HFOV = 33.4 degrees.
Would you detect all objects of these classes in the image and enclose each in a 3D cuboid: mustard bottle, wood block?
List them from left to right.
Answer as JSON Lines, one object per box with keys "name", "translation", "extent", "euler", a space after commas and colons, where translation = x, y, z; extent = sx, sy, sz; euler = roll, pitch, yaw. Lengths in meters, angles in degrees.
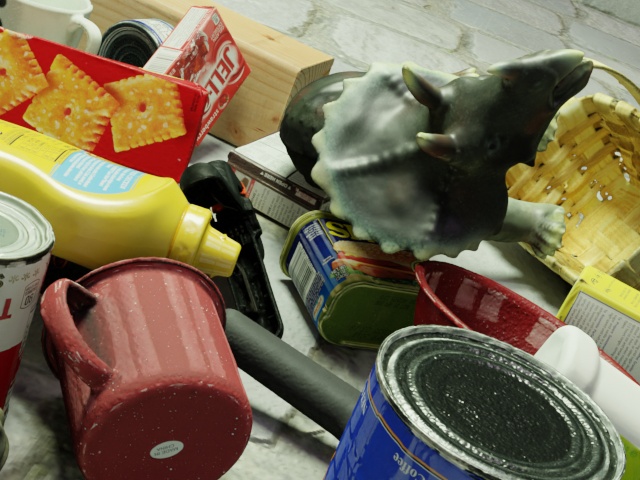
{"name": "mustard bottle", "translation": [-0.134, -0.022, 0.552], "extent": [0.191, 0.058, 0.096], "euler": [19, 11, -3]}
{"name": "wood block", "translation": [-0.106, -0.163, 0.968], "extent": [0.206, 0.090, 0.090], "euler": [27, 23, 12]}

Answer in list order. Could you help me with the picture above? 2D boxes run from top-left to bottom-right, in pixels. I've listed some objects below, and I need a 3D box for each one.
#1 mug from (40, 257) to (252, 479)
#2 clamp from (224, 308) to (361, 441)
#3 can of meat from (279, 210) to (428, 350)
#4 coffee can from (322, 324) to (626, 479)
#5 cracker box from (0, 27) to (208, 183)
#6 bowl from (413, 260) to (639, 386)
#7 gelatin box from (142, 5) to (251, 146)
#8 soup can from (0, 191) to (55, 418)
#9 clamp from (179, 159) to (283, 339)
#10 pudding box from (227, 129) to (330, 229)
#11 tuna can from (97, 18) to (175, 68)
{"name": "mug", "translation": [-0.086, 0.062, 0.497], "extent": [0.117, 0.093, 0.081], "euler": [51, 7, -41]}
{"name": "clamp", "translation": [0.050, 0.109, 0.590], "extent": [0.164, 0.036, 0.210], "euler": [5, 31, -47]}
{"name": "can of meat", "translation": [0.033, 0.030, 0.721], "extent": [0.102, 0.057, 0.084], "euler": [9, 29, -26]}
{"name": "coffee can", "translation": [0.045, 0.121, 0.434], "extent": [0.102, 0.140, 0.103], "euler": [18, 24, -9]}
{"name": "cracker box", "translation": [-0.189, -0.101, 0.727], "extent": [0.213, 0.072, 0.164], "euler": [18, 1, -10]}
{"name": "bowl", "translation": [0.112, 0.078, 0.621], "extent": [0.162, 0.055, 0.162], "euler": [28, 15, -9]}
{"name": "gelatin box", "translation": [-0.100, -0.133, 0.860], "extent": [0.030, 0.073, 0.089], "euler": [15, 61, 34]}
{"name": "soup can", "translation": [-0.166, 0.034, 0.488], "extent": [0.068, 0.102, 0.068], "euler": [18, 24, -9]}
{"name": "clamp", "translation": [-0.055, 0.001, 0.694], "extent": [0.039, 0.120, 0.171], "euler": [-15, 9, 2]}
{"name": "pudding box", "translation": [-0.018, -0.049, 0.866], "extent": [0.090, 0.039, 0.113], "euler": [28, 23, 14]}
{"name": "tuna can", "translation": [-0.149, -0.142, 0.893], "extent": [0.086, 0.086, 0.033], "euler": [34, 28, 25]}
